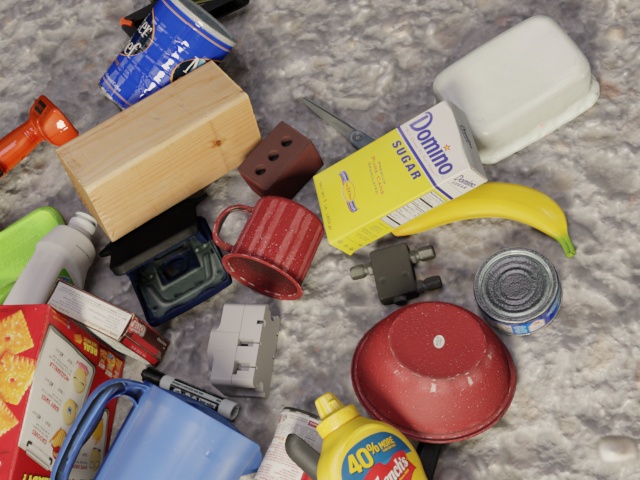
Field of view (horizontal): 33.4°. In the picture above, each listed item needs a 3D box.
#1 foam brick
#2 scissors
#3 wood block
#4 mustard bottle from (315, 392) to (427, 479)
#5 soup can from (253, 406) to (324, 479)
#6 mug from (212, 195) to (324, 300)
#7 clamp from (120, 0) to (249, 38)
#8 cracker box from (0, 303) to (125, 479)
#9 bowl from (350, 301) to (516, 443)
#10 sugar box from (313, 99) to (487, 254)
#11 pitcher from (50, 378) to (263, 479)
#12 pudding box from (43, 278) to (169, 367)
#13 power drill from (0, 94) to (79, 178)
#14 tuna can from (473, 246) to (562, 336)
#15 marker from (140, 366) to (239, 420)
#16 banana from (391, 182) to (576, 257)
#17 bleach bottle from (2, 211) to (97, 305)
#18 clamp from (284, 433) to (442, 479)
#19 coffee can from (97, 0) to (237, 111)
[{"bbox_3d":[-0.045,-0.084,1.204,0.053,0.051,0.078,37,80,30],"label":"foam brick"},{"bbox_3d":[0.040,-0.095,1.203,0.202,0.016,0.096,23,74,27],"label":"scissors"},{"bbox_3d":[-0.178,-0.102,1.206,0.206,0.091,0.090,-32,50,-14],"label":"wood block"},{"bbox_3d":[0.052,0.219,0.944,0.096,0.058,0.192,-23,71,-32],"label":"mustard bottle"},{"bbox_3d":[-0.025,0.222,1.037,0.069,0.068,0.102,14,69,24],"label":"soup can"},{"bbox_3d":[-0.057,0.001,1.140,0.117,0.093,0.081,24,67,1],"label":"mug"},{"bbox_3d":[-0.175,-0.254,1.341,0.172,0.039,0.120,0,67,22],"label":"clamp"},{"bbox_3d":[-0.283,0.192,1.081,0.072,0.164,0.213,-2,64,19],"label":"cracker box"},{"bbox_3d":[0.110,0.111,1.022,0.162,0.055,0.162,-1,48,1],"label":"bowl"},{"bbox_3d":[0.080,-0.065,1.121,0.176,0.048,0.093,-31,55,26],"label":"sugar box"},{"bbox_3d":[-0.180,0.261,1.030,0.149,0.145,0.242,25,77,26],"label":"pitcher"},{"bbox_3d":[-0.231,0.090,1.158,0.114,0.090,0.039,19,72,26],"label":"pudding box"},{"bbox_3d":[-0.380,-0.090,1.281,0.187,0.057,0.185,-38,30,-8],"label":"power drill"},{"bbox_3d":[0.197,0.050,1.067,0.086,0.033,0.086,-8,62,15],"label":"tuna can"},{"bbox_3d":[-0.141,0.161,1.133,0.121,0.020,0.020,18,71,25],"label":"marker"},{"bbox_3d":[0.171,-0.029,1.114,0.198,0.037,0.069,7,67,21],"label":"banana"},{"bbox_3d":[-0.312,0.084,1.194,0.068,0.102,0.250,12,63,20],"label":"bleach bottle"},{"bbox_3d":[0.076,0.254,0.989,0.164,0.036,0.210,-16,70,-19],"label":"clamp"},{"bbox_3d":[-0.181,-0.212,1.261,0.140,0.102,0.103,-50,59,12],"label":"coffee can"}]
